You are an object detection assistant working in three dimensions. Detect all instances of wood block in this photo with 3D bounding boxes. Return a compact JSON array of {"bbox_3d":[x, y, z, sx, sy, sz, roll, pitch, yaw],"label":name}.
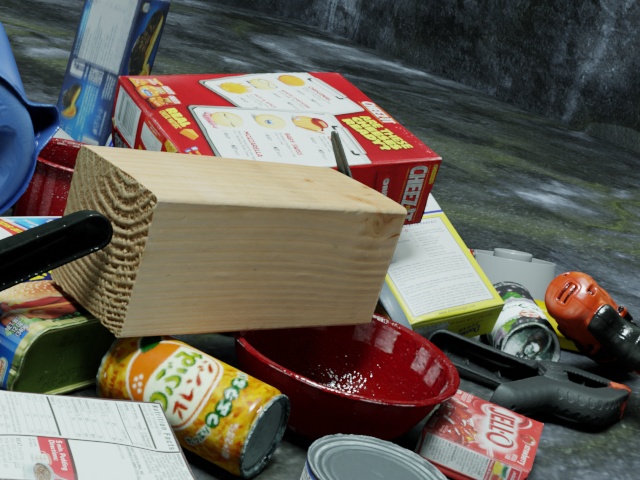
[{"bbox_3d":[-0.055,0.000,0.691,0.205,0.091,0.090,1,23,-44],"label":"wood block"}]

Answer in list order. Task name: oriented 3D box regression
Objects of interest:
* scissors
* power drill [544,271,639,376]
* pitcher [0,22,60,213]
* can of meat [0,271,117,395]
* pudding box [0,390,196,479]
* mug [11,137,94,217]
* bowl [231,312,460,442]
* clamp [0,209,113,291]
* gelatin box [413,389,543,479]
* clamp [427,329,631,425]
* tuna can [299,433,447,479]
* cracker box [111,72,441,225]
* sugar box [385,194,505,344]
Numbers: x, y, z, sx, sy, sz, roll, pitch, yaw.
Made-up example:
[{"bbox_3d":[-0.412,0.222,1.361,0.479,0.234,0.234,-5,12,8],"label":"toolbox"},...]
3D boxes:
[{"bbox_3d":[0.029,0.015,0.817,0.016,0.202,0.096,-24,9,-21],"label":"scissors"},{"bbox_3d":[0.284,0.110,0.890,0.188,0.057,0.184,36,1,39],"label":"power drill"},{"bbox_3d":[-0.305,-0.115,0.833,0.149,0.145,0.243,32,13,-29],"label":"pitcher"},{"bbox_3d":[-0.180,0.053,0.656,0.084,0.057,0.101,27,18,25],"label":"can of meat"},{"bbox_3d":[-0.125,0.114,0.538,0.113,0.039,0.090,11,16,-26],"label":"pudding box"},{"bbox_3d":[-0.194,-0.028,0.867,0.117,0.081,0.093,16,16,-4],"label":"mug"},{"bbox_3d":[0.009,0.092,0.716,0.162,0.055,0.162,16,16,-5],"label":"bowl"},{"bbox_3d":[-0.223,0.034,0.578,0.210,0.036,0.164,3,38,22],"label":"clamp"},{"bbox_3d":[0.109,0.135,0.721,0.073,0.030,0.089,21,16,14],"label":"gelatin box"},{"bbox_3d":[0.169,0.111,0.853,0.171,0.039,0.120,14,19,-33],"label":"clamp"},{"bbox_3d":[0.029,0.145,0.599,0.086,0.034,0.086,16,16,-5],"label":"tuna can"},{"bbox_3d":[-0.039,-0.069,0.855,0.213,0.072,0.164,-6,36,-32],"label":"cracker box"},{"bbox_3d":[0.075,0.012,0.931,0.093,0.048,0.176,-10,48,-23],"label":"sugar box"}]
